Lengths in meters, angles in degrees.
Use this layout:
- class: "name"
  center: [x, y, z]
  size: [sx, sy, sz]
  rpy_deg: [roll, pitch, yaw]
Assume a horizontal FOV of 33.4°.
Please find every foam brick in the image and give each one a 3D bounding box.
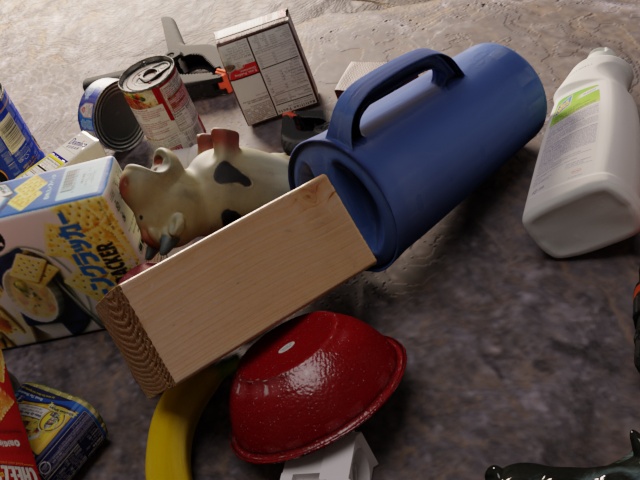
- class: "foam brick"
  center: [0.064, -0.158, 1.152]
  size: [0.078, 0.051, 0.053]
  rpy_deg: [6, 49, 32]

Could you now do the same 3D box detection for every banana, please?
- class: "banana"
  center: [-0.112, 0.171, 0.877]
  size: [0.070, 0.037, 0.197]
  rpy_deg: [-17, 40, 21]

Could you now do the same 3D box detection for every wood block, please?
- class: "wood block"
  center: [-0.070, 0.037, 0.890]
  size: [0.205, 0.091, 0.090]
  rpy_deg: [-30, -1, -28]

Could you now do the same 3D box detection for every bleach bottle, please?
- class: "bleach bottle"
  center: [0.252, -0.098, 0.973]
  size: [0.103, 0.068, 0.250]
  rpy_deg: [-25, 30, 39]

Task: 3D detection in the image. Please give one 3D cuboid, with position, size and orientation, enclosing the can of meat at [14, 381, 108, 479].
- class: "can of meat"
  center: [-0.247, 0.175, 0.926]
  size: [0.102, 0.057, 0.083]
  rpy_deg: [11, 48, 34]

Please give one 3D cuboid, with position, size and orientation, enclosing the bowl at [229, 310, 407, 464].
- class: "bowl"
  center: [-0.014, 0.105, 0.852]
  size: [0.162, 0.055, 0.162]
  rpy_deg: [-26, 19, 10]

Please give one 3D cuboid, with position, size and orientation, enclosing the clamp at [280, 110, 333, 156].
- class: "clamp"
  center: [0.020, -0.106, 1.126]
  size: [0.120, 0.039, 0.172]
  rpy_deg: [-19, 34, -18]

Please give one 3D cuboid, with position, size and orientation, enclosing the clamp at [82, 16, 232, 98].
- class: "clamp"
  center: [-0.183, -0.228, 1.362]
  size: [0.210, 0.036, 0.164]
  rpy_deg: [13, 52, 34]

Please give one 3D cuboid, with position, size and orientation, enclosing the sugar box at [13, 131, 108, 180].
- class: "sugar box"
  center: [-0.298, -0.030, 1.152]
  size: [0.176, 0.093, 0.048]
  rpy_deg: [-41, 43, -21]

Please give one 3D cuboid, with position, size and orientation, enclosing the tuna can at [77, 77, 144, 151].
- class: "tuna can"
  center: [-0.245, -0.150, 1.266]
  size: [0.034, 0.086, 0.086]
  rpy_deg: [13, 51, 38]

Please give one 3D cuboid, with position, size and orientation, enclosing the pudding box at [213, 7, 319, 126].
- class: "pudding box"
  center: [-0.060, -0.194, 1.205]
  size: [0.090, 0.113, 0.039]
  rpy_deg: [-18, 37, 6]

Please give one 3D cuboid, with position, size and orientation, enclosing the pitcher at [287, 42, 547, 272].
- class: "pitcher"
  center: [0.097, -0.094, 0.976]
  size: [0.242, 0.145, 0.149]
  rpy_deg: [-36, 1, -30]

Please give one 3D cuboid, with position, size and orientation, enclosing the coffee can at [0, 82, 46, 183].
- class: "coffee can"
  center: [-0.378, -0.100, 1.232]
  size: [0.103, 0.140, 0.103]
  rpy_deg: [-14, 40, 12]

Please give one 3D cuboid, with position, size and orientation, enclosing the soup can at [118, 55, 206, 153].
- class: "soup can"
  center: [-0.179, -0.151, 1.222]
  size: [0.068, 0.102, 0.068]
  rpy_deg: [-14, 40, 12]
